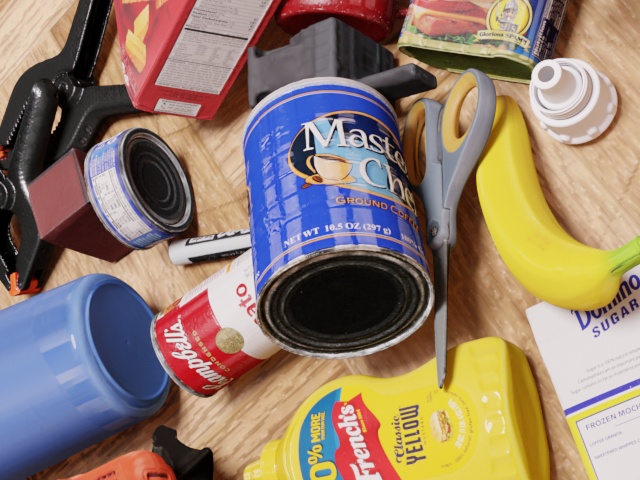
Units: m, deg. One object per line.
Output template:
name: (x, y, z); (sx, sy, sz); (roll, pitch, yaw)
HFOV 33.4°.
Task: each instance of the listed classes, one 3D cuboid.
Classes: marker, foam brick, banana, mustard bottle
marker: (-0.055, 0.001, 0.755); (0.121, 0.020, 0.020); (-9, 72, 31)
foam brick: (-0.170, -0.025, 0.802); (0.051, 0.078, 0.053); (-36, 58, 20)
banana: (0.125, -0.016, 0.603); (0.070, 0.037, 0.198); (-53, 30, 17)
mustard bottle: (0.036, 0.125, 0.639); (0.192, 0.058, 0.096); (-19, 66, 28)

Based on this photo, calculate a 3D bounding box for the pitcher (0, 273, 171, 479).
pitcher: (-0.232, 0.109, 0.784); (0.243, 0.144, 0.149); (-25, 77, 21)

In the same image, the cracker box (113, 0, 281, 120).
cracker box: (-0.080, -0.212, 0.728); (0.214, 0.072, 0.164); (-51, 44, 48)

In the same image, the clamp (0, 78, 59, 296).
clamp: (-0.242, -0.045, 0.854); (0.120, 0.039, 0.171); (-20, 87, 31)

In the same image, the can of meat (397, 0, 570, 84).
can of meat: (0.105, -0.150, 0.671); (0.102, 0.057, 0.084); (16, 88, 35)

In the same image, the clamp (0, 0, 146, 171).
clamp: (-0.198, -0.132, 0.870); (0.210, 0.036, 0.164); (-32, 71, 24)

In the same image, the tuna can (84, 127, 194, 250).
tuna can: (-0.130, -0.038, 0.774); (0.034, 0.086, 0.086); (-23, 65, 24)

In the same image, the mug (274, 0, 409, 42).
mug: (0.024, -0.180, 0.721); (0.117, 0.093, 0.081); (6, 84, -3)

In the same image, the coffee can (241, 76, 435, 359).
coffee can: (0.007, -0.015, 0.644); (0.103, 0.102, 0.140); (-29, 45, 23)

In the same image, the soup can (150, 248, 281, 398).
soup can: (-0.053, 0.051, 0.710); (0.102, 0.068, 0.068); (-35, 61, 21)

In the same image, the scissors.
scissors: (0.081, -0.021, 0.629); (0.096, 0.016, 0.202); (-51, 33, 40)
